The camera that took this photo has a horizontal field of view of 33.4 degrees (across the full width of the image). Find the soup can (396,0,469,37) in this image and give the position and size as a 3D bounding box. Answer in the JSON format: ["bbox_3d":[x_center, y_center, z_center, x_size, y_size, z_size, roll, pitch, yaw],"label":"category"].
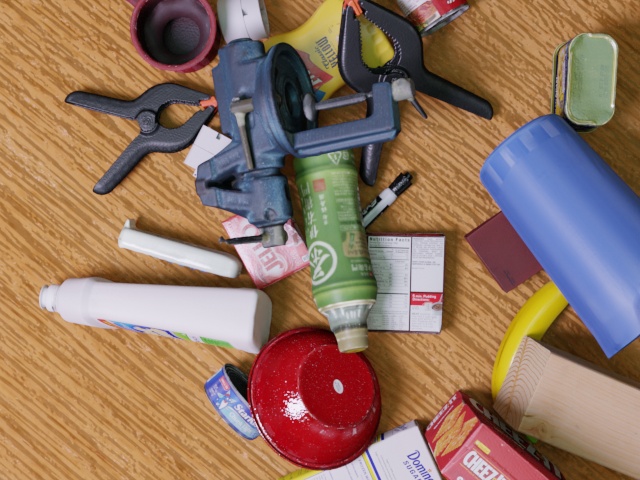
[{"bbox_3d":[0.107,-0.280,1.160,0.068,0.068,0.102,-31,90,4],"label":"soup can"}]

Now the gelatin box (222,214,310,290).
[{"bbox_3d":[-0.058,0.002,1.201,0.073,0.030,0.089,-27,90,4],"label":"gelatin box"}]

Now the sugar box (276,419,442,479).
[{"bbox_3d":[0.046,0.279,1.200,0.176,0.048,0.093,-23,91,0],"label":"sugar box"}]

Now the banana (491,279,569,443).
[{"bbox_3d":[0.232,0.123,1.189,0.069,0.037,0.198,14,95,-15],"label":"banana"}]

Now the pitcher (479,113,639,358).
[{"bbox_3d":[0.278,-0.007,1.109,0.243,0.144,0.149,53,136,15],"label":"pitcher"}]

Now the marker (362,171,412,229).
[{"bbox_3d":[0.058,-0.031,1.198,0.121,0.020,0.020,-44,90,4],"label":"marker"}]

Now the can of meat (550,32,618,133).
[{"bbox_3d":[0.283,-0.169,1.147,0.057,0.084,0.102,2,92,3],"label":"can of meat"}]

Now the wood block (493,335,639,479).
[{"bbox_3d":[0.303,0.187,1.139,0.206,0.090,0.091,23,94,-9],"label":"wood block"}]

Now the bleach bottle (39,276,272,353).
[{"bbox_3d":[-0.186,0.077,1.187,0.251,0.102,0.068,5,78,9],"label":"bleach bottle"}]

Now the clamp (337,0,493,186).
[{"bbox_3d":[0.071,-0.166,1.150,0.164,0.036,0.210,-36,117,6],"label":"clamp"}]

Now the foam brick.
[{"bbox_3d":[0.201,0.012,1.176,0.053,0.051,0.078,-35,90,5],"label":"foam brick"}]

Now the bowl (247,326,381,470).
[{"bbox_3d":[0.006,0.163,1.150,0.161,0.055,0.162,10,65,-23],"label":"bowl"}]

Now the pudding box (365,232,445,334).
[{"bbox_3d":[0.093,0.047,1.190,0.090,0.039,0.113,2,91,4],"label":"pudding box"}]

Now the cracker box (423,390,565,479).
[{"bbox_3d":[0.196,0.243,1.105,0.164,0.213,0.072,40,92,1],"label":"cracker box"}]

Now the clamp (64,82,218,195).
[{"bbox_3d":[-0.202,-0.138,1.200,0.171,0.039,0.120,-26,95,-2],"label":"clamp"}]

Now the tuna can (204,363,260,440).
[{"bbox_3d":[-0.089,0.179,1.183,0.034,0.086,0.086,-41,90,5],"label":"tuna can"}]

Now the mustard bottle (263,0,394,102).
[{"bbox_3d":[-0.020,-0.189,1.176,0.191,0.058,0.096,-34,100,5],"label":"mustard bottle"}]

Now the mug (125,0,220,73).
[{"bbox_3d":[-0.164,-0.235,1.171,0.117,0.081,0.093,34,94,1],"label":"mug"}]
